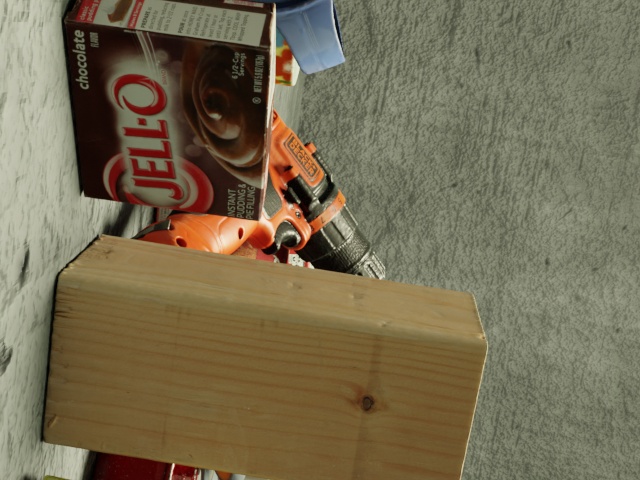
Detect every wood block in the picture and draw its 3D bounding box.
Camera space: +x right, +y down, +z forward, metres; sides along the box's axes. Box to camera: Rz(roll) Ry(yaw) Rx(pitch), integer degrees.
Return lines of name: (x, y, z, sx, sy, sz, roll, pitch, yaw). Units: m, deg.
wood block: (-0.028, 0.065, 0.554, 0.090, 0.206, 0.091, -77, 177, -76)

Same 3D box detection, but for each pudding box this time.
pudding box: (-0.067, -0.062, 0.499, 0.113, 0.090, 0.039, 97, 0, -47)

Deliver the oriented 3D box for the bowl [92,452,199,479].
bowl: (-0.118, 0.166, 0.712, 0.162, 0.055, 0.162, 16, 83, -89)

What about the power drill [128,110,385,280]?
power drill: (-0.038, 0.008, 0.688, 0.057, 0.184, 0.187, -28, -162, 34)
